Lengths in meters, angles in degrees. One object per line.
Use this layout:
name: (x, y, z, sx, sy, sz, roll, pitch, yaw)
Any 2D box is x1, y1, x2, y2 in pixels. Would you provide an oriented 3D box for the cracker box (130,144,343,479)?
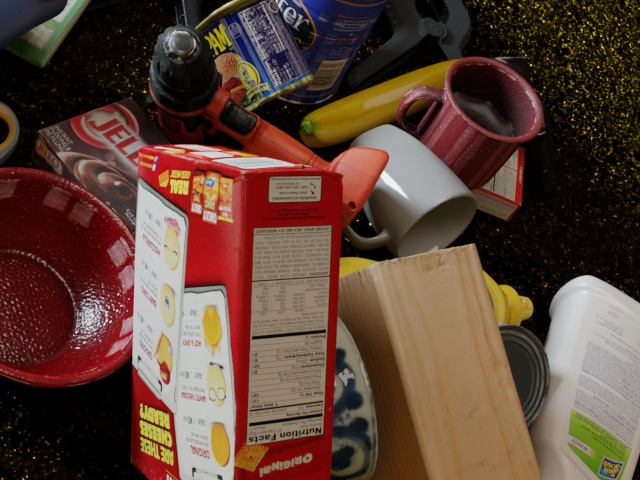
cracker box: (-0.055, 0.054, 0.642, 0.072, 0.164, 0.214, -3, 100, -29)

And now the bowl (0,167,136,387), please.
bowl: (-0.195, 0.033, 0.714, 0.161, 0.055, 0.162, 20, 50, -26)

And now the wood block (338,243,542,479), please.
wood block: (0.075, 0.117, 0.732, 0.090, 0.091, 0.206, -10, 81, -31)

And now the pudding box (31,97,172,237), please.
pudding box: (-0.152, -0.050, 0.818, 0.089, 0.039, 0.113, -30, 73, -39)

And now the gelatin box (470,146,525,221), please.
gelatin box: (0.142, -0.067, 0.984, 0.089, 0.030, 0.073, 20, 51, -10)

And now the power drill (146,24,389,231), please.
power drill: (-0.043, -0.083, 0.804, 0.187, 0.184, 0.057, 31, 80, 0)

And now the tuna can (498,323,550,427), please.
tuna can: (0.131, 0.105, 0.812, 0.086, 0.034, 0.086, -1, 93, -29)

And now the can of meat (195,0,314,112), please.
can of meat: (-0.057, -0.154, 0.887, 0.057, 0.102, 0.084, -30, 98, -22)

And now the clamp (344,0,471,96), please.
clamp: (0.115, -0.192, 1.058, 0.164, 0.036, 0.210, 22, 53, -12)

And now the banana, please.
banana: (0.055, -0.119, 0.947, 0.197, 0.070, 0.037, -25, 104, -25)

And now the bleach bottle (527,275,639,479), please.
bleach bottle: (0.201, 0.147, 0.835, 0.102, 0.068, 0.250, 32, 51, -1)

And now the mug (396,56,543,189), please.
mug: (0.122, -0.100, 0.923, 0.117, 0.082, 0.093, 12, 53, -17)

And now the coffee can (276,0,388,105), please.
coffee can: (-0.003, -0.203, 0.938, 0.102, 0.140, 0.103, 13, 52, -18)
